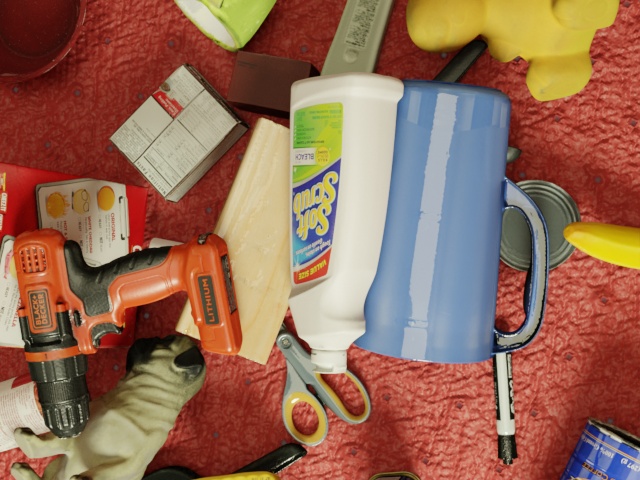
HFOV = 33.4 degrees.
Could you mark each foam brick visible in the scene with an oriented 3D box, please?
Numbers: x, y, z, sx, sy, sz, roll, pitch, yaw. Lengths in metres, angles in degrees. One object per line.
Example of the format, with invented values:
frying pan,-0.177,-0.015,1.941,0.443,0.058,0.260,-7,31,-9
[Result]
foam brick,-0.045,-0.150,1.043,0.078,0.051,0.053,13,89,11

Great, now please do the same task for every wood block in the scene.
wood block,-0.057,0.001,0.999,0.090,0.091,0.206,22,86,-6

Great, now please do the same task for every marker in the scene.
marker,0.172,0.149,1.001,0.020,0.020,0.121,-3,87,11

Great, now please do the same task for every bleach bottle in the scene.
bleach bottle,0.017,-0.012,0.913,0.103,0.067,0.251,1,89,49

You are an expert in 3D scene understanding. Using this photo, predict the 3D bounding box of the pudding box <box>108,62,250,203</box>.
pudding box,-0.141,-0.107,1.068,0.113,0.039,0.090,-45,81,8

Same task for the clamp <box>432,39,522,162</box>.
clamp,0.105,-0.104,1.018,0.171,0.039,0.120,-26,80,9

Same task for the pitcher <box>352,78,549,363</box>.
pitcher,0.113,-0.016,0.950,0.145,0.149,0.243,16,101,56

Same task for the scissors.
scissors,-0.040,0.119,1.047,0.202,0.016,0.096,39,95,11

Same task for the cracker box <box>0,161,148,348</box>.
cracker box,-0.264,0.017,0.996,0.072,0.213,0.164,5,88,33

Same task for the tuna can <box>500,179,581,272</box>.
tuna can,0.199,-0.012,0.996,0.086,0.033,0.086,-1,87,11

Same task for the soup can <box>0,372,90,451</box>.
soup can,-0.292,0.167,1.071,0.102,0.068,0.068,-20,84,11

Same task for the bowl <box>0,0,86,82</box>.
bowl,-0.306,-0.237,1.098,0.162,0.055,0.162,-1,87,11

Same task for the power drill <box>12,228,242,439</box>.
power drill,-0.165,0.072,0.917,0.187,0.057,0.184,-8,97,4

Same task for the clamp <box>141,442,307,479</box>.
clamp,-0.115,0.280,1.034,0.210,0.036,0.164,-4,72,16
